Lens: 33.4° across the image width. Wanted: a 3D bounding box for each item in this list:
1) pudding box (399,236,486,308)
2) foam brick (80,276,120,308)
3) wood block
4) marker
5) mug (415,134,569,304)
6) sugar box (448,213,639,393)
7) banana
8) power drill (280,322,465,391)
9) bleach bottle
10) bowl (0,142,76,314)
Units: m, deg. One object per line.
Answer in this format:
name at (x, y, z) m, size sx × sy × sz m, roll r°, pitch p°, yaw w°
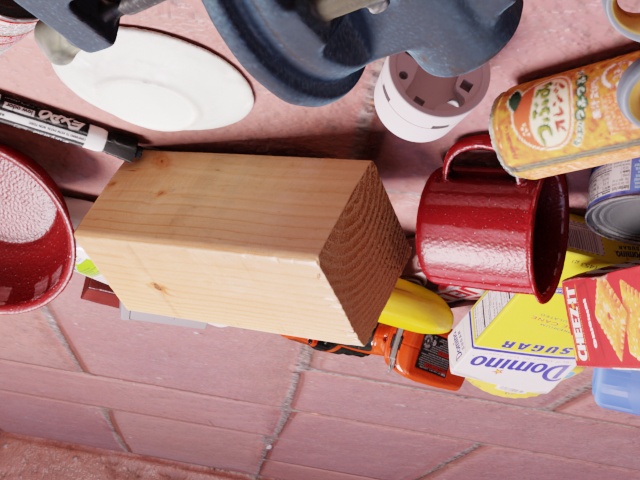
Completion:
pudding box at (0.094, 0.029, 0.897) m, size 0.089 × 0.039 × 0.114 m, roll 24°, pitch 157°, yaw -38°
foam brick at (-0.186, 0.037, 1.037) m, size 0.078 × 0.053 × 0.051 m, roll 16°, pitch 160°, yaw -15°
wood block at (-0.055, 0.001, 0.743) m, size 0.206 × 0.090 × 0.090 m, roll 6°, pitch 140°, yaw 32°
marker at (-0.184, -0.080, 0.754) m, size 0.121 × 0.020 × 0.020 m, roll 17°, pitch 160°, yaw -21°
mug at (0.112, -0.017, 0.705) m, size 0.082 × 0.093 × 0.117 m, roll 5°, pitch 130°, yaw 27°
sugar box at (0.178, 0.054, 0.831) m, size 0.093 × 0.048 × 0.176 m, roll 14°, pitch 136°, yaw -14°
banana at (0.035, 0.048, 0.860) m, size 0.197 × 0.037 × 0.070 m, roll 17°, pitch 156°, yaw -23°
power drill at (0.049, 0.095, 1.032) m, size 0.188 × 0.057 × 0.184 m, roll 10°, pitch 172°, yaw 41°
bleach bottle at (-0.177, 0.006, 0.933) m, size 0.250 × 0.068 × 0.103 m, roll 21°, pitch 155°, yaw -23°
bowl at (-0.259, -0.021, 0.838) m, size 0.162 × 0.055 × 0.162 m, roll 6°, pitch 123°, yaw 9°
